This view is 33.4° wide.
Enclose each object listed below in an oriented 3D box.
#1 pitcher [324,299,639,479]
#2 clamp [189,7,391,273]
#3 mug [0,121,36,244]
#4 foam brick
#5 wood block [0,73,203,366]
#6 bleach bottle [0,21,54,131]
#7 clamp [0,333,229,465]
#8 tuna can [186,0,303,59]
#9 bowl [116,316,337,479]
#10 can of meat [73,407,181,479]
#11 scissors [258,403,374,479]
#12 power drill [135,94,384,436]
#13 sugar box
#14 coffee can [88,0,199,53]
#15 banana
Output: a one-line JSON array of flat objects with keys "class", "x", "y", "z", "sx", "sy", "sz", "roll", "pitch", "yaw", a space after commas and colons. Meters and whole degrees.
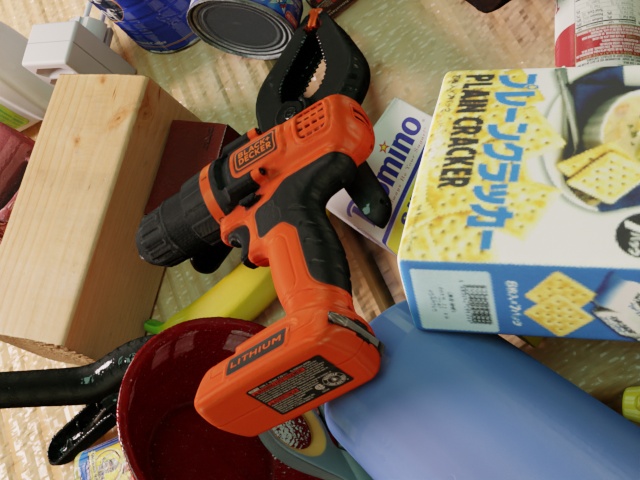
[{"class": "pitcher", "x": 0.112, "y": 0.144, "z": 0.585, "sx": 0.149, "sy": 0.145, "sz": 0.243, "roll": -45, "pitch": 53, "yaw": -10}, {"class": "clamp", "x": -0.004, "y": -0.077, "z": 0.741, "sx": 0.165, "sy": 0.036, "sz": 0.210, "roll": -7, "pitch": 57, "yaw": 39}, {"class": "mug", "x": -0.254, "y": -0.044, "z": 0.857, "sx": 0.117, "sy": 0.093, "sz": 0.081, "roll": 12, "pitch": 69, "yaw": 59}, {"class": "foam brick", "x": -0.088, "y": -0.044, "z": 0.799, "sx": 0.053, "sy": 0.051, "sz": 0.078, "roll": 8, "pitch": 74, "yaw": 28}, {"class": "wood block", "x": -0.171, "y": -0.013, "z": 0.806, "sx": 0.090, "sy": 0.090, "sz": 0.206, "roll": 6, "pitch": 73, "yaw": 29}, {"class": "bleach bottle", "x": -0.349, "y": -0.098, "z": 0.939, "sx": 0.251, "sy": 0.102, "sz": 0.068, "roll": -26, "pitch": 52, "yaw": 23}, {"class": "clamp", "x": -0.148, "y": 0.100, "z": 0.736, "sx": 0.171, "sy": 0.120, "sz": 0.039, "roll": -27, "pitch": 58, "yaw": 11}, {"class": "tuna can", "x": -0.057, "y": -0.174, "z": 0.815, "sx": 0.086, "sy": 0.086, "sz": 0.033, "roll": 3, "pitch": 70, "yaw": 28}, {"class": "bowl", "x": -0.059, "y": 0.130, "z": 0.678, "sx": 0.055, "sy": 0.161, "sz": 0.162, "roll": -51, "pitch": 47, "yaw": 45}, {"class": "can of meat", "x": -0.115, "y": 0.176, "z": 0.722, "sx": 0.084, "sy": 0.057, "sz": 0.102, "roll": -25, "pitch": 60, "yaw": 19}, {"class": "scissors", "x": 0.019, "y": 0.159, "z": 0.650, "sx": 0.016, "sy": 0.096, "sz": 0.202, "roll": -55, "pitch": 44, "yaw": 45}, {"class": "power drill", "x": -0.040, "y": 0.018, "z": 0.642, "sx": 0.185, "sy": 0.057, "sz": 0.187, "roll": -31, "pitch": 47, "yaw": 26}, {"class": "sugar box", "x": 0.092, "y": -0.016, "z": 0.699, "sx": 0.176, "sy": 0.048, "sz": 0.093, "roll": 34, "pitch": 88, "yaw": 32}, {"class": "coffee can", "x": -0.151, "y": -0.228, "z": 0.852, "sx": 0.103, "sy": 0.140, "sz": 0.103, "roll": -10, "pitch": 66, "yaw": 23}, {"class": "banana", "x": -0.048, "y": 0.016, "z": 0.763, "sx": 0.198, "sy": 0.037, "sz": 0.070, "roll": -43, "pitch": 57, "yaw": 6}]
